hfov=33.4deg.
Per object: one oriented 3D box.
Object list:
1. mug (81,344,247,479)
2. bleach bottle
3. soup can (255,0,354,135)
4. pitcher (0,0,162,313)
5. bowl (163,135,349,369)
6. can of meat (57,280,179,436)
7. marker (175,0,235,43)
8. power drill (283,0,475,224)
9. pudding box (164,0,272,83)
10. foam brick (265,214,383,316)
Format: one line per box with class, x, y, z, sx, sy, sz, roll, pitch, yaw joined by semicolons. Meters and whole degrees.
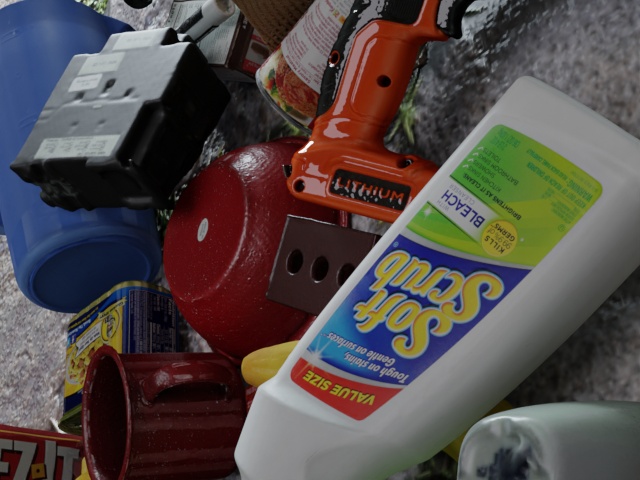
mug;-0.092;0.105;0.662;0.117;0.081;0.093;-53;44;45
bleach bottle;0.048;0.049;0.484;0.251;0.068;0.103;-50;51;2
soup can;0.017;-0.119;0.644;0.102;0.068;0.068;-49;44;26
pitcher;-0.211;-0.062;0.848;0.149;0.144;0.243;-54;43;40
bowl;-0.055;0.001;0.696;0.162;0.055;0.162;-23;59;44
can of meat;-0.144;0.087;0.769;0.102;0.057;0.084;-32;51;39
marker;-0.104;-0.143;0.776;0.121;0.020;0.020;-27;57;45
power drill;0.065;-0.099;0.554;0.185;0.057;0.188;14;96;23
pudding box;-0.073;-0.166;0.795;0.114;0.039;0.090;16;90;54
foam brick;0.017;0.021;0.600;0.078;0.051;0.053;13;87;48
